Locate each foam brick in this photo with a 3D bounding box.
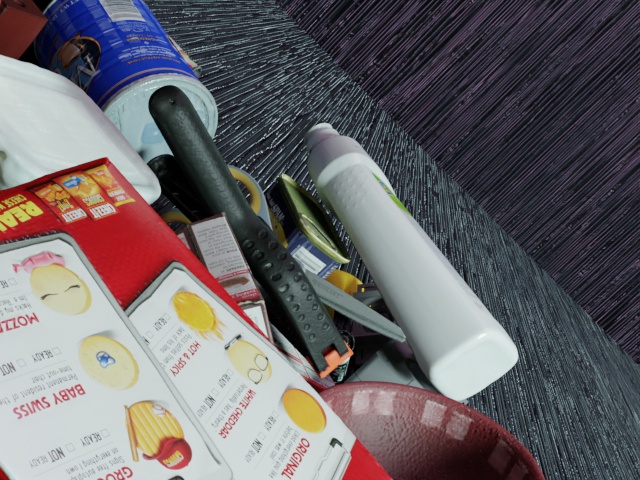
[{"bbox_3d":[-0.256,-0.178,0.805,0.078,0.051,0.053,49,14,14],"label":"foam brick"}]

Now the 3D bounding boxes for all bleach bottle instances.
[{"bbox_3d":[0.058,0.004,0.859,0.251,0.068,0.102,58,7,30],"label":"bleach bottle"}]

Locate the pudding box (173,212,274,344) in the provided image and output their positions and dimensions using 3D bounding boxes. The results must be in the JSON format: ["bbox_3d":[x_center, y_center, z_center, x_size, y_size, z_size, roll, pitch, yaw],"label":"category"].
[{"bbox_3d":[-0.052,0.054,0.646,0.090,0.039,0.113,-120,-167,-49],"label":"pudding box"}]

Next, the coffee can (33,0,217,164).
[{"bbox_3d":[-0.156,-0.125,0.843,0.102,0.103,0.140,29,20,-51],"label":"coffee can"}]

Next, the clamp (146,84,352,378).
[{"bbox_3d":[-0.055,0.001,0.722,0.210,0.036,0.165,54,-14,-3],"label":"clamp"}]

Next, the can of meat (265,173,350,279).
[{"bbox_3d":[-0.033,0.009,0.857,0.057,0.084,0.102,38,15,-32],"label":"can of meat"}]

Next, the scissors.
[{"bbox_3d":[-0.023,0.003,0.789,0.202,0.096,0.016,16,-24,3],"label":"scissors"}]

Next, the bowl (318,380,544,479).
[{"bbox_3d":[0.058,0.154,0.672,0.162,0.055,0.162,13,22,-6],"label":"bowl"}]

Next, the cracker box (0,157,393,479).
[{"bbox_3d":[-0.086,0.077,0.433,0.214,0.072,0.164,48,31,8],"label":"cracker box"}]
